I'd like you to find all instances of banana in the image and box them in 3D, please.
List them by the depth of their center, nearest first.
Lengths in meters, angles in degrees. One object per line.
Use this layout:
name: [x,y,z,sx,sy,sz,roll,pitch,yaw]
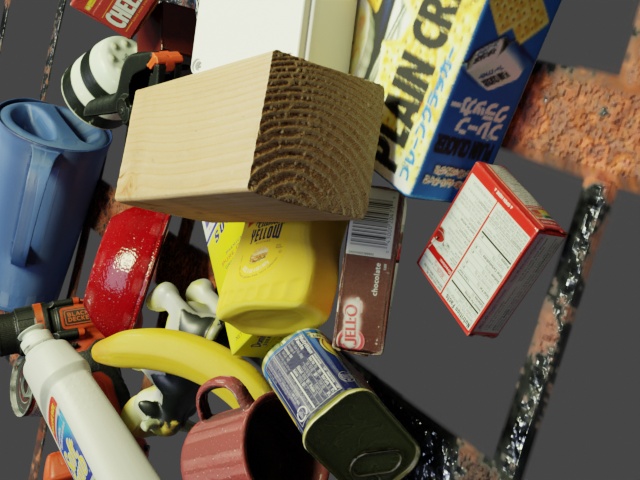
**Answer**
banana: [-0.104,0.116,0.901,0.198,0.037,0.069,29,86,18]

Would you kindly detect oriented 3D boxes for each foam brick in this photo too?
foam brick: [-0.131,-0.190,1.028,0.053,0.078,0.051,-18,68,53]

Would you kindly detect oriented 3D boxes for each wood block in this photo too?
wood block: [-0.056,-0.064,0.743,0.206,0.090,0.091,0,79,57]

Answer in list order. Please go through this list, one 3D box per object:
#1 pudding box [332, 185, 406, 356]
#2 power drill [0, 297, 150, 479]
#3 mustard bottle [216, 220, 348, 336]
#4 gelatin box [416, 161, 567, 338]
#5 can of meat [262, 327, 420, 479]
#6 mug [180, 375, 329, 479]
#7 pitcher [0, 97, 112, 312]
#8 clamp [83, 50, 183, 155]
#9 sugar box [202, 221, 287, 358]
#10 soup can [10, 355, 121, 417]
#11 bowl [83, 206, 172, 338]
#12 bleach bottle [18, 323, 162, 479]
pudding box: [0.034,0.020,0.744,0.090,0.039,0.113,7,-88,-87]
power drill: [-0.257,0.150,1.075,0.057,0.184,0.188,125,132,-65]
mustard bottle: [-0.017,-0.024,0.819,0.096,0.058,0.191,-13,53,44]
gelatin box: [0.107,0.007,0.683,0.089,0.030,0.073,-62,40,28]
can of meat: [0.013,0.118,0.741,0.057,0.102,0.084,-40,39,-1]
mug: [-0.058,0.158,0.818,0.082,0.093,0.117,-22,100,40]
pitcher: [-0.340,-0.033,1.260,0.145,0.149,0.243,34,118,27]
clamp: [-0.179,-0.128,1.013,0.120,0.039,0.172,53,134,21]
sugar box: [-0.056,0.001,0.911,0.093,0.048,0.176,-48,49,39]
soup can: [-0.274,0.157,1.152,0.069,0.102,0.068,-15,72,54]
bowl: [-0.189,0.028,1.033,0.162,0.055,0.162,-163,91,-83]
bleach bottle: [-0.211,0.191,0.996,0.251,0.068,0.103,55,147,16]
